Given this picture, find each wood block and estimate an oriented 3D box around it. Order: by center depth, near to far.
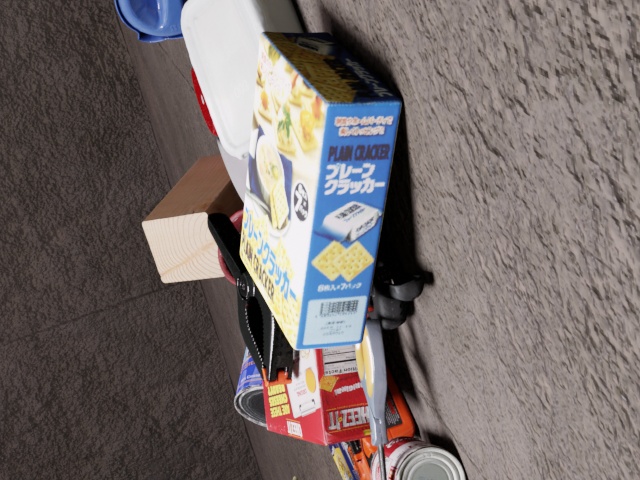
[{"bbox_3d":[-0.141,-0.036,1.391,0.206,0.091,0.090,-62,-39,-59],"label":"wood block"}]

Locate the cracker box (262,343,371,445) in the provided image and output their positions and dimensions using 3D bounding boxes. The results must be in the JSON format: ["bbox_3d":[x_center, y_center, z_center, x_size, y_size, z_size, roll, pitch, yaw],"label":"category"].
[{"bbox_3d":[-0.007,0.087,1.071,0.164,0.072,0.214,169,95,-68],"label":"cracker box"}]

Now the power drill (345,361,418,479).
[{"bbox_3d":[0.053,0.195,1.182,0.188,0.057,0.184,86,161,-61],"label":"power drill"}]

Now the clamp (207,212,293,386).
[{"bbox_3d":[-0.057,0.034,1.033,0.165,0.036,0.210,-49,51,56],"label":"clamp"}]

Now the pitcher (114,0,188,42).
[{"bbox_3d":[-0.204,-0.374,1.307,0.145,0.149,0.243,60,-175,-50],"label":"pitcher"}]

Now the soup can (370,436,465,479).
[{"bbox_3d":[0.090,0.222,1.002,0.102,0.068,0.068,149,101,-79],"label":"soup can"}]

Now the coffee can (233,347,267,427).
[{"bbox_3d":[-0.039,0.138,1.262,0.103,0.103,0.140,84,-167,-53],"label":"coffee can"}]

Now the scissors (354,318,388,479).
[{"bbox_3d":[0.049,0.160,0.968,0.096,0.016,0.202,-116,21,-70],"label":"scissors"}]

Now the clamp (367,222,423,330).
[{"bbox_3d":[0.056,0.034,0.922,0.171,0.039,0.120,80,173,-53],"label":"clamp"}]

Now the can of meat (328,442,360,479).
[{"bbox_3d":[0.049,0.274,1.336,0.102,0.057,0.084,100,146,-71],"label":"can of meat"}]
